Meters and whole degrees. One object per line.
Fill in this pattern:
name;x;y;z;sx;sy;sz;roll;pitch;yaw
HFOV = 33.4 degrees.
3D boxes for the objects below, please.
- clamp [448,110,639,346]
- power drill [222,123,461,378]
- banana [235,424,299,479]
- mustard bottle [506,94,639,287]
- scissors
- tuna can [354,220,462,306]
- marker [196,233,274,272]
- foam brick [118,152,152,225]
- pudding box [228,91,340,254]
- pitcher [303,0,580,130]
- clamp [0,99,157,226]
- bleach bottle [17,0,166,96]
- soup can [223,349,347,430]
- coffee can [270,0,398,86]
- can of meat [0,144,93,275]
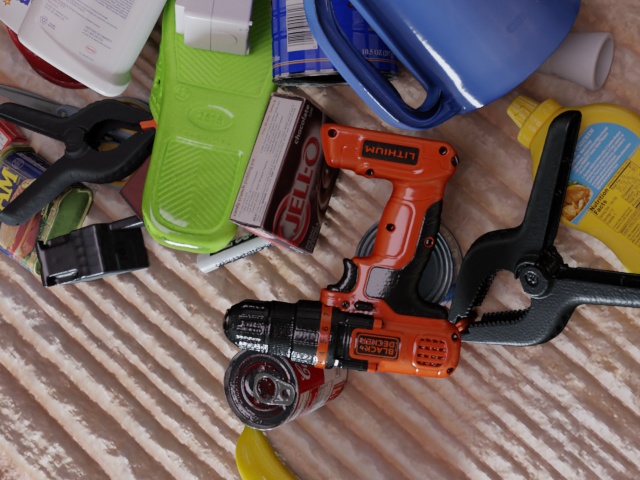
clamp;0.174;0.027;0.791;0.164;0.036;0.210;50;132;12
power drill;0.025;0.008;0.817;0.184;0.057;0.188;8;96;-2
banana;-0.006;0.222;0.925;0.198;0.037;0.070;33;107;20
mustard bottle;0.216;-0.045;0.788;0.192;0.058;0.096;41;116;17
scissors;-0.239;-0.101;1.025;0.202;0.016;0.096;5;96;25
tuna can;0.073;0.021;0.875;0.086;0.033;0.086;2;94;25
marker;-0.056;0.001;0.943;0.121;0.020;0.020;-21;85;25
foam brick;-0.127;-0.042;0.943;0.051;0.078;0.053;-46;77;20
pudding box;-0.023;-0.053;0.872;0.039;0.090;0.113;13;83;28
pitcher;0.054;-0.205;0.747;0.145;0.149;0.242;-33;116;31
clamp;-0.225;-0.093;0.975;0.171;0.039;0.120;-20;77;6
bleach bottle;-0.143;-0.245;0.853;0.102;0.068;0.251;32;111;-11
soup can;-0.027;0.114;0.891;0.069;0.102;0.068;2;94;25
coffee can;0.010;-0.198;0.852;0.103;0.102;0.140;0;94;25
can of meat;-0.277;-0.028;1.027;0.084;0.057;0.102;31;106;18
